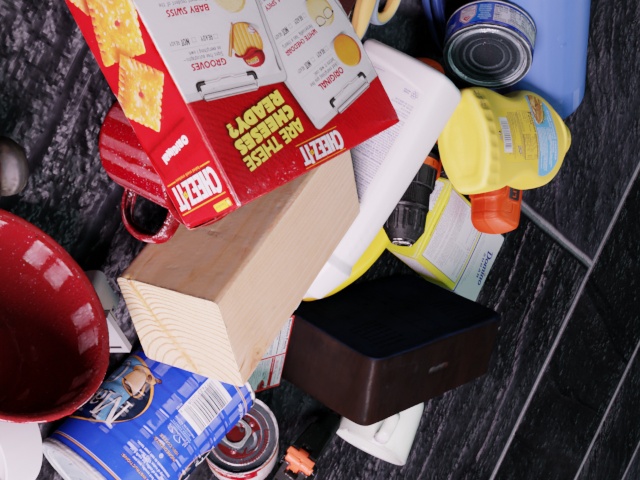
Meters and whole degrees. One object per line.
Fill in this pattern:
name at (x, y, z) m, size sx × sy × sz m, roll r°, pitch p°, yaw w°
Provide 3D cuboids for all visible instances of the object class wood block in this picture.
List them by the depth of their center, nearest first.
wood block at (-0.056, 0.001, 0.836) m, size 0.205 × 0.090 × 0.091 m, roll -55°, pitch 147°, yaw -38°

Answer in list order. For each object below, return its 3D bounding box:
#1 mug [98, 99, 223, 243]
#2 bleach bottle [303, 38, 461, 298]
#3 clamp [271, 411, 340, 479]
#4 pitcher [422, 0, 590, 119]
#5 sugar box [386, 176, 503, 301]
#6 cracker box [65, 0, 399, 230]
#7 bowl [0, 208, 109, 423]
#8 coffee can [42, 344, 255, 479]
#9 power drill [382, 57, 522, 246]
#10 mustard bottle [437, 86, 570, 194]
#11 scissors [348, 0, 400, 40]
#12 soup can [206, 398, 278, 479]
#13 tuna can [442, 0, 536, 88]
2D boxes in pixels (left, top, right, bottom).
mug at (-0.110, -0.055, 0.777) m, size 0.093 × 0.082 × 0.117 m, roll 14°, pitch 98°, yaw -55°
bleach bottle at (0.020, -0.049, 0.957) m, size 0.251 × 0.103 × 0.068 m, roll -58°, pitch 149°, yaw 1°
clamp at (-0.031, 0.232, 1.033) m, size 0.164 × 0.036 × 0.210 m, roll -56°, pitch 174°, yaw -10°
pitcher at (0.195, -0.227, 1.054) m, size 0.145 × 0.149 × 0.243 m, roll -61°, pitch 152°, yaw -33°
sugar box at (0.141, 0.002, 1.178) m, size 0.093 × 0.048 × 0.176 m, roll -64°, pitch 149°, yaw -8°
cracker box at (-0.064, -0.137, 0.706) m, size 0.163 × 0.072 × 0.213 m, roll -31°, pitch 96°, yaw -40°
bowl at (-0.216, 0.055, 0.677) m, size 0.055 × 0.162 × 0.161 m, roll -40°, pitch 158°, yaw 31°
coffee can at (-0.135, 0.146, 0.848) m, size 0.140 × 0.103 × 0.103 m, roll -47°, pitch 141°, yaw -26°
power drill at (0.130, -0.066, 1.050) m, size 0.187 × 0.057 × 0.184 m, roll 23°, pitch 71°, yaw -47°
mustard bottle at (0.190, -0.098, 1.035) m, size 0.191 × 0.058 × 0.096 m, roll -7°, pitch 86°, yaw -48°
scissors at (0.062, -0.257, 0.907) m, size 0.096 × 0.016 × 0.202 m, roll -22°, pitch 140°, yaw -55°
soup can at (-0.071, 0.181, 0.954) m, size 0.068 × 0.068 × 0.102 m, roll -53°, pitch 170°, yaw -17°
tuna can at (0.158, -0.183, 1.001) m, size 0.086 × 0.086 × 0.033 m, roll 64°, pitch 32°, yaw -48°
